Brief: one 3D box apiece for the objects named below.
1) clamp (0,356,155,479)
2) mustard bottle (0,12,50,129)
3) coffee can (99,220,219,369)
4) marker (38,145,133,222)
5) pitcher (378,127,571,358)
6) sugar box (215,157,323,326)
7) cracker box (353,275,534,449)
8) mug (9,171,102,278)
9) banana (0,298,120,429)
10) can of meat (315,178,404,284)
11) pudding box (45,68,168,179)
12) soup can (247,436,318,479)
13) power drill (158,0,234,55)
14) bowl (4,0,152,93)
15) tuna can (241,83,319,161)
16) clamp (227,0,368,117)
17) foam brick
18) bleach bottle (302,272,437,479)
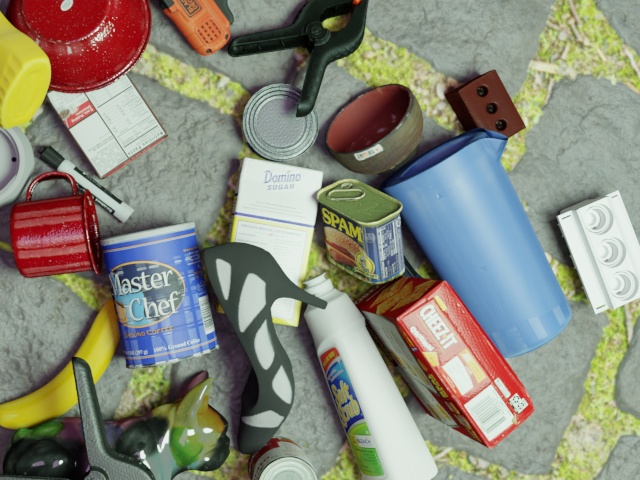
[{"bbox_3d":[-0.239,0.245,1.064,0.164,0.036,0.210,-40,94,-13],"label":"clamp"},{"bbox_3d":[-0.363,-0.211,1.112,0.192,0.096,0.058,45,42,16],"label":"mustard bottle"},{"bbox_3d":[-0.172,0.057,1.146,0.102,0.103,0.140,-12,93,-9],"label":"coffee can"},{"bbox_3d":[-0.259,-0.063,1.172,0.121,0.020,0.020,38,85,-8],"label":"marker"},{"bbox_3d":[0.170,0.010,1.194,0.144,0.149,0.243,-33,99,-22],"label":"pitcher"},{"bbox_3d":[-0.058,0.002,1.192,0.093,0.048,0.176,10,87,-10],"label":"sugar box"},{"bbox_3d":[0.124,0.120,1.136,0.072,0.214,0.164,-37,97,-8],"label":"cracker box"},{"bbox_3d":[-0.283,-0.016,1.137,0.081,0.093,0.117,-7,85,-4],"label":"mug"},{"bbox_3d":[-0.282,0.147,1.164,0.197,0.037,0.069,-37,97,-6],"label":"banana"},{"bbox_3d":[0.045,-0.009,1.168,0.057,0.102,0.084,-28,127,-28],"label":"can of meat"},{"bbox_3d":[-0.233,-0.136,1.166,0.090,0.039,0.113,-34,97,-7],"label":"pudding box"},{"bbox_3d":[-0.042,0.259,1.170,0.068,0.102,0.068,0,91,-9],"label":"soup can"},{"bbox_3d":[-0.112,-0.323,1.155,0.187,0.057,0.184,-38,113,-3],"label":"power drill"},{"bbox_3d":[-0.262,-0.240,1.128,0.162,0.055,0.162,0,77,1],"label":"bowl"},{"bbox_3d":[-0.046,-0.131,1.196,0.086,0.034,0.086,0,91,-9],"label":"tuna can"},{"bbox_3d":[-0.017,-0.226,1.186,0.120,0.039,0.171,37,67,4],"label":"clamp"},{"bbox_3d":[0.189,-0.149,1.223,0.053,0.051,0.078,-31,95,-7],"label":"foam brick"},{"bbox_3d":[0.041,0.155,1.181,0.068,0.103,0.251,-26,94,-24],"label":"bleach bottle"}]
